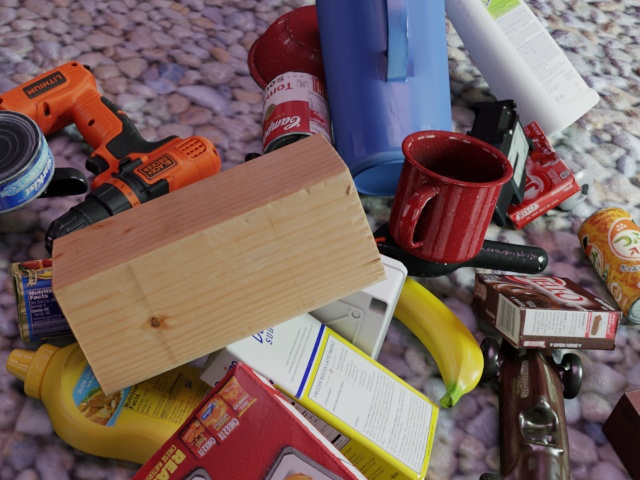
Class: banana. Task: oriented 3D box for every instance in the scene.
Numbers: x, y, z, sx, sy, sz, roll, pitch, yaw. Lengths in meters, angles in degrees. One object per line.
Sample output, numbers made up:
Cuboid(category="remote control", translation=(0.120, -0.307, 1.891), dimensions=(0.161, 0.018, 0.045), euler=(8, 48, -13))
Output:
Cuboid(category="banana", translation=(0.080, 0.065, 0.898), dimensions=(0.069, 0.037, 0.198), euler=(9, 28, -41))

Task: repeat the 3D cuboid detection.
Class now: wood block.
Cuboid(category="wood block", translation=(-0.071, 0.013, 0.738), dimensions=(0.206, 0.091, 0.090), euler=(-22, 25, -3))

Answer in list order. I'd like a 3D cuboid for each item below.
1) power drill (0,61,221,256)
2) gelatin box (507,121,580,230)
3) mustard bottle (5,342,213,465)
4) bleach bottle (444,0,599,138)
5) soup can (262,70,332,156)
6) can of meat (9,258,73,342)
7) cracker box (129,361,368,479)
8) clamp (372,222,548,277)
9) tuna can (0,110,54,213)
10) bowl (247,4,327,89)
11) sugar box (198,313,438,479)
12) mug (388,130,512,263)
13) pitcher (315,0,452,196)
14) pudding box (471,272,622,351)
Cuboid(category="power drill", translation=(-0.212, -0.074, 0.966), dimensions=(0.188, 0.057, 0.184), euler=(39, 52, 22))
Cuboid(category="gelatin box", translation=(0.203, -0.065, 1.051), dimensions=(0.073, 0.030, 0.089), euler=(-32, 49, 10))
Cuboid(category="mustard bottle", translation=(-0.140, 0.119, 0.785), dimensions=(0.191, 0.058, 0.096), euler=(19, 43, 4))
Cuboid(category="bleach bottle", translation=(0.189, -0.226, 1.126), dimensions=(0.102, 0.068, 0.251), euler=(-35, 92, -44))
Cuboid(category="soup can", translation=(-0.023, -0.109, 1.038), dimensions=(0.068, 0.069, 0.102), euler=(6, 44, -8))
Cuboid(category="can of meat", translation=(-0.193, 0.042, 0.827), dimensions=(0.083, 0.057, 0.102), euler=(-8, 8, -17))
Cuboid(category="cracker box", translation=(-0.027, 0.208, 0.661), dimensions=(0.214, 0.072, 0.164), euler=(42, 88, 24))
Cuboid(category="clamp", translation=(0.104, 0.001, 0.953), dimensions=(0.171, 0.039, 0.120), euler=(1, 17, -28))
Cuboid(category="tuna can", translation=(-0.262, -0.064, 0.864), dimensions=(0.086, 0.034, 0.086), euler=(-3, 53, 4))
Cuboid(category="bowl", translation=(0.004, -0.207, 1.155), dimensions=(0.162, 0.055, 0.162), euler=(7, 44, -7))
Cuboid(category="sugar box", translation=(0.002, 0.112, 0.787), dimensions=(0.176, 0.048, 0.093), euler=(34, 31, -6))
Cuboid(category="mug", translation=(0.097, -0.030, 0.876), dimensions=(0.093, 0.081, 0.117), euler=(26, 34, 20))
Cuboid(category="pitcher", translation=(0.063, -0.175, 1.020), dimensions=(0.149, 0.145, 0.243), euler=(15, 63, -47))
Cuboid(category="pudding box", translation=(0.189, 0.059, 0.909), dimensions=(0.090, 0.039, 0.113), euler=(2, 15, -12))
